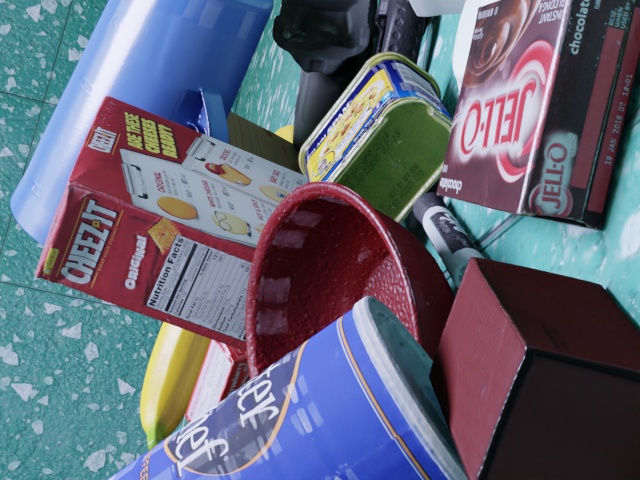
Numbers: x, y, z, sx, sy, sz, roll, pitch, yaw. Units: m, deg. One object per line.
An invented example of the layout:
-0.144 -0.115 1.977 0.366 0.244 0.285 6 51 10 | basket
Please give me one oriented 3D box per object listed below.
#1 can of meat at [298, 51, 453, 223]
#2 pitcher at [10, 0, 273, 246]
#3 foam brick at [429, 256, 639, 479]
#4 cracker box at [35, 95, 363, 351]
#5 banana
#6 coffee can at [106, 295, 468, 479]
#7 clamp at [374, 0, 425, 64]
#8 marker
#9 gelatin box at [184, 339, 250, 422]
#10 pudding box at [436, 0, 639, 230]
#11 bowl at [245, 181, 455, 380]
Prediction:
0.035 -0.055 0.650 0.102 0.057 0.084 -51 20 18 | can of meat
-0.126 -0.096 0.809 0.243 0.149 0.145 -61 5 22 | pitcher
0.073 0.046 0.350 0.078 0.053 0.051 -101 25 -70 | foam brick
-0.054 0.001 0.667 0.164 0.213 0.072 -98 31 -66 | cracker box
-0.088 0.061 0.768 0.070 0.037 0.197 -11 56 57 | banana
-0.009 0.102 0.410 0.140 0.102 0.103 -35 18 8 | coffee can
0.059 -0.167 0.790 0.120 0.039 0.171 96 -174 -67 | clamp
0.067 -0.002 0.559 0.121 0.020 0.020 -105 29 -71 | marker
-0.045 0.091 0.717 0.030 0.073 0.089 49 137 30 | gelatin box
0.088 -0.055 0.442 0.113 0.039 0.090 -145 68 -80 | pudding box
0.022 0.051 0.535 0.162 0.055 0.162 6 97 59 | bowl
